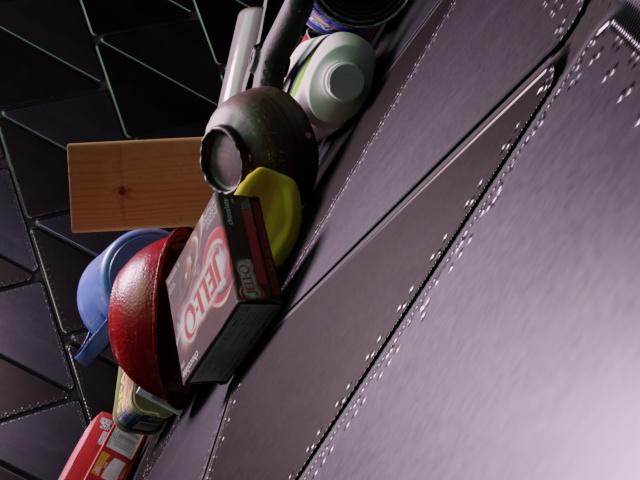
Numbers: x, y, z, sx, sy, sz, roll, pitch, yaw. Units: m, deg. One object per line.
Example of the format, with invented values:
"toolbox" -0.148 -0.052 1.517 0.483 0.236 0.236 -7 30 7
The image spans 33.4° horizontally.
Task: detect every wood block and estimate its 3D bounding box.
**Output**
"wood block" -0.149 -0.058 1.098 0.090 0.206 0.091 -169 76 -84

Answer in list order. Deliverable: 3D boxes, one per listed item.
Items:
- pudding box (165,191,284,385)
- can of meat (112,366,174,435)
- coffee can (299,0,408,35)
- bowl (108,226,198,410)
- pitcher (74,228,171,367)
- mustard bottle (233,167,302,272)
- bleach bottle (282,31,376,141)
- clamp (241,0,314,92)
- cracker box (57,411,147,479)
"pudding box" -0.069 0.035 0.739 0.114 0.039 0.090 123 143 -46
"can of meat" -0.180 0.147 1.128 0.084 0.057 0.102 137 141 -61
"coffee can" 0.028 -0.252 1.033 0.103 0.102 0.140 -61 10 3
"bowl" -0.146 0.069 0.947 0.162 0.055 0.162 -1 -90 -81
"pitcher" -0.218 0.065 1.250 0.243 0.144 0.149 150 113 -73
"mustard bottle" -0.074 0.027 0.882 0.192 0.058 0.096 127 158 -54
"bleach bottle" 0.003 -0.133 0.953 0.251 0.068 0.102 -126 59 -80
"clamp" -0.046 -0.176 0.990 0.120 0.039 0.172 -92 22 -54
"cracker box" -0.291 0.328 1.247 0.214 0.072 0.164 -58 7 33
